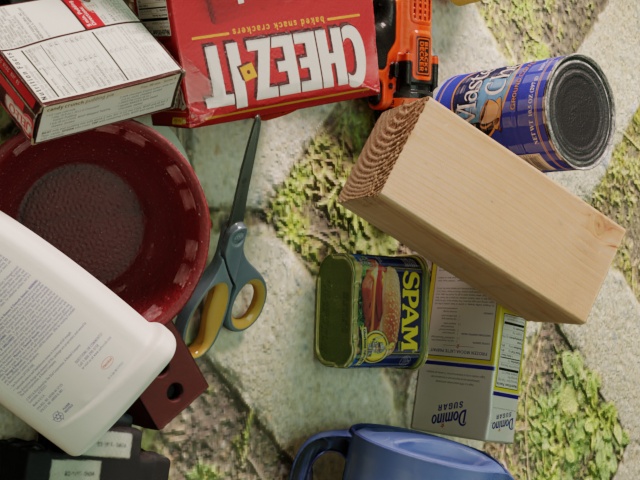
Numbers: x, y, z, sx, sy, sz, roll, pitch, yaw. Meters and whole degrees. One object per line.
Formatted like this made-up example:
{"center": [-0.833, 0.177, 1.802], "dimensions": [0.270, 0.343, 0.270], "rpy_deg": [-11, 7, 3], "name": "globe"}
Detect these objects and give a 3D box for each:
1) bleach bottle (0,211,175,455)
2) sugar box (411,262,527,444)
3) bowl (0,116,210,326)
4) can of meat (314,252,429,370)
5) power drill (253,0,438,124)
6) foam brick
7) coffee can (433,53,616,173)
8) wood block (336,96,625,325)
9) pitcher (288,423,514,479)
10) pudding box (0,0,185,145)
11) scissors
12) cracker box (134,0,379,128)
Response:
{"center": [-0.212, 0.017, 0.648], "dimensions": [0.250, 0.068, 0.102], "rpy_deg": [44, 82, -16], "name": "bleach bottle"}
{"center": [0.139, 0.091, 0.970], "dimensions": [0.048, 0.094, 0.176], "rpy_deg": [12, 83, -39], "name": "sugar box"}
{"center": [-0.159, -0.007, 0.725], "dimensions": [0.162, 0.055, 0.162], "rpy_deg": [-2, 97, -19], "name": "bowl"}
{"center": [0.044, 0.060, 0.914], "dimensions": [0.083, 0.058, 0.102], "rpy_deg": [4, 86, -37], "name": "can of meat"}
{"center": [0.022, -0.133, 0.901], "dimensions": [0.187, 0.057, 0.184], "rpy_deg": [-1, 92, -42], "name": "power drill"}
{"center": [-0.128, 0.090, 0.771], "dimensions": [0.052, 0.051, 0.078], "rpy_deg": [-41, 114, -33], "name": "foam brick"}
{"center": [0.182, -0.110, 0.978], "dimensions": [0.102, 0.141, 0.103], "rpy_deg": [1, 88, -40], "name": "coffee can"}
{"center": [0.131, -0.020, 0.871], "dimensions": [0.206, 0.090, 0.091], "rpy_deg": [31, 77, -18], "name": "wood block"}
{"center": [0.052, 0.275, 0.869], "dimensions": [0.144, 0.149, 0.243], "rpy_deg": [15, 89, -45], "name": "pitcher"}
{"center": [-0.158, -0.115, 0.687], "dimensions": [0.113, 0.039, 0.090], "rpy_deg": [-23, 65, -38], "name": "pudding box"}
{"center": [-0.055, 0.001, 0.801], "dimensions": [0.096, 0.016, 0.202], "rpy_deg": [-1, 120, -54], "name": "scissors"}
{"center": [-0.048, -0.197, 0.754], "dimensions": [0.163, 0.072, 0.214], "rpy_deg": [-15, 105, -29], "name": "cracker box"}
